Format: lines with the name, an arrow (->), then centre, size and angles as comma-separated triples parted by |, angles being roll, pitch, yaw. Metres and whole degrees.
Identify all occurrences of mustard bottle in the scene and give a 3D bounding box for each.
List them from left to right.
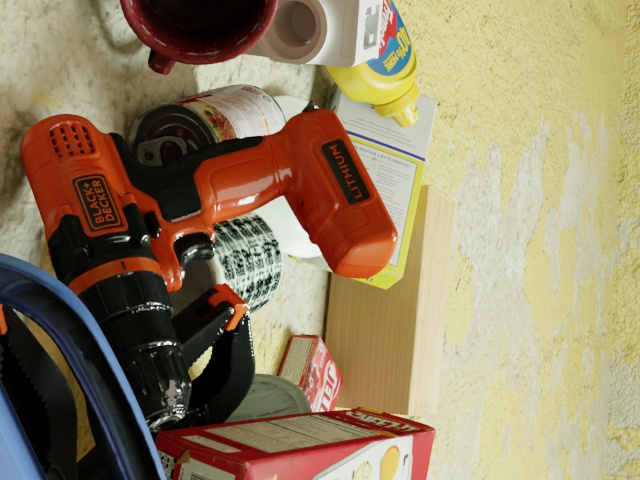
mustard bottle -> 0.031, -0.174, 0.883 | 0.191, 0.058, 0.096 | 58, 40, -27

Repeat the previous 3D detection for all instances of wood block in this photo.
wood block -> 0.064, 0.057, 1.000 | 0.090, 0.091, 0.206 | 22, 72, -65

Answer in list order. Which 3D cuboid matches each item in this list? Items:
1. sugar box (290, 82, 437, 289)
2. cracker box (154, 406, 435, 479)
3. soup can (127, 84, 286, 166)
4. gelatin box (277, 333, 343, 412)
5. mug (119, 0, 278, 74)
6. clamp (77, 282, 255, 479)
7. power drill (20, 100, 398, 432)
sugar box -> 0.039, -0.055, 0.931 | 0.048, 0.093, 0.176 | 132, -25, -62
cracker box -> -0.022, 0.190, 0.634 | 0.213, 0.072, 0.164 | 7, 95, -57
soup can -> -0.072, -0.066, 0.710 | 0.102, 0.069, 0.068 | -33, 122, -62
gelatin box -> -0.012, 0.135, 0.911 | 0.073, 0.030, 0.089 | 63, 38, -48
mug -> -0.079, -0.157, 0.656 | 0.081, 0.093, 0.117 | -99, -149, -55
clamp -> -0.095, 0.105, 0.625 | 0.120, 0.039, 0.171 | 1, 112, -45
power drill -> -0.054, 0.001, 0.587 | 0.187, 0.057, 0.184 | -12, 65, -30
